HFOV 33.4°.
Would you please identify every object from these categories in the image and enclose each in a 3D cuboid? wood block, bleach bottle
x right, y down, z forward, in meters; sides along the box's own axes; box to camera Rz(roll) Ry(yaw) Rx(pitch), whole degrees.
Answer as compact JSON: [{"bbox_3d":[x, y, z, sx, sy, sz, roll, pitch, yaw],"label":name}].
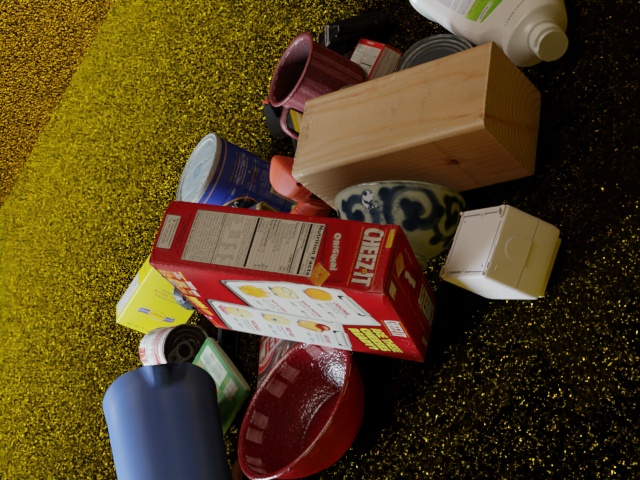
[{"bbox_3d":[0.086,-0.095,0.976,0.207,0.090,0.090,-12,57,37],"label":"wood block"},{"bbox_3d":[0.168,-0.224,1.038,0.103,0.068,0.251,-58,28,19],"label":"bleach bottle"}]

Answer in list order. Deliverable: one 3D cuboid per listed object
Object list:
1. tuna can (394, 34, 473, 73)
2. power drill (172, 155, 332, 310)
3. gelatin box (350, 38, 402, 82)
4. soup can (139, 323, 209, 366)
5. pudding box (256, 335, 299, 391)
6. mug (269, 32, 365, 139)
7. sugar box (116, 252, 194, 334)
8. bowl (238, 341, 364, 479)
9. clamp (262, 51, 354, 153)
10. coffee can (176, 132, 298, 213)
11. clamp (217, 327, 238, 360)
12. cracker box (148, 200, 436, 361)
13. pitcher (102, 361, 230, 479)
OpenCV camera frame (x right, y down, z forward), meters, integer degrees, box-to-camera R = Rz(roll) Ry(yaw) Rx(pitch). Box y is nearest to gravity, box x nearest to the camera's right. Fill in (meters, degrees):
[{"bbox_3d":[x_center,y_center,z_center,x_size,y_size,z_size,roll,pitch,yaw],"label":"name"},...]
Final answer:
[{"bbox_3d":[0.117,-0.157,1.045,0.086,0.033,0.086,-11,61,20],"label":"tuna can"},{"bbox_3d":[-0.058,0.001,1.148,0.057,0.184,0.188,43,113,31],"label":"power drill"},{"bbox_3d":[0.054,-0.194,1.278,0.089,0.030,0.073,-65,25,6],"label":"gelatin box"},{"bbox_3d":[-0.196,0.147,1.432,0.102,0.068,0.068,-13,56,61],"label":"soup can"},{"bbox_3d":[-0.026,0.111,1.154,0.114,0.039,0.090,-45,31,38],"label":"pudding box"},{"bbox_3d":[-0.006,-0.172,1.244,0.093,0.081,0.117,13,81,65],"label":"mug"},{"bbox_3d":[-0.208,0.058,1.505,0.176,0.093,0.048,-53,28,27],"label":"sugar box"},{"bbox_3d":[-0.008,0.168,1.027,0.162,0.055,0.162,-41,28,27],"label":"bowl"},{"bbox_3d":[-0.019,-0.182,1.406,0.164,0.036,0.210,-63,28,5],"label":"clamp"},{"bbox_3d":[-0.093,-0.058,1.319,0.103,0.140,0.103,-45,31,38],"label":"coffee can"},{"bbox_3d":[-0.107,0.061,1.366,0.120,0.039,0.171,-50,35,18],"label":"clamp"},{"bbox_3d":[-0.019,0.035,0.941,0.214,0.164,0.072,7,68,21],"label":"cracker box"},{"bbox_3d":[-0.159,0.268,1.173,0.145,0.149,0.243,-39,42,18],"label":"pitcher"}]
